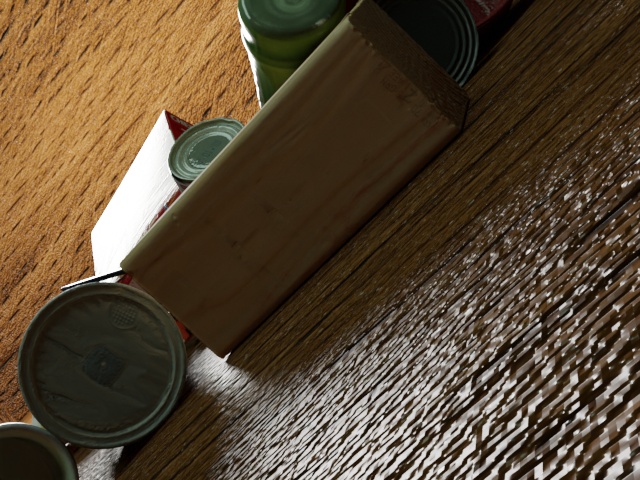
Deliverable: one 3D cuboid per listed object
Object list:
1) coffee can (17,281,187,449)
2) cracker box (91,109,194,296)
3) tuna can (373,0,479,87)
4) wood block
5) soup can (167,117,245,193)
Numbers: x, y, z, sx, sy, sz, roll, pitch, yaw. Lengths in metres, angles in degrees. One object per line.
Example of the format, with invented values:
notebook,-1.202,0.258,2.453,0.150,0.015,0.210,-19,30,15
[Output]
coffee can,-0.148,0.082,0.721,0.102,0.103,0.140,-48,6,-12
cracker box,-0.157,-0.019,1.065,0.164,0.072,0.214,-57,24,13
tuna can,0.065,-0.136,0.737,0.086,0.086,0.033,-46,5,11
wood block,-0.015,-0.038,0.650,0.206,0.090,0.090,-44,8,23
soup can,-0.067,-0.037,0.820,0.068,0.102,0.068,-13,47,14
